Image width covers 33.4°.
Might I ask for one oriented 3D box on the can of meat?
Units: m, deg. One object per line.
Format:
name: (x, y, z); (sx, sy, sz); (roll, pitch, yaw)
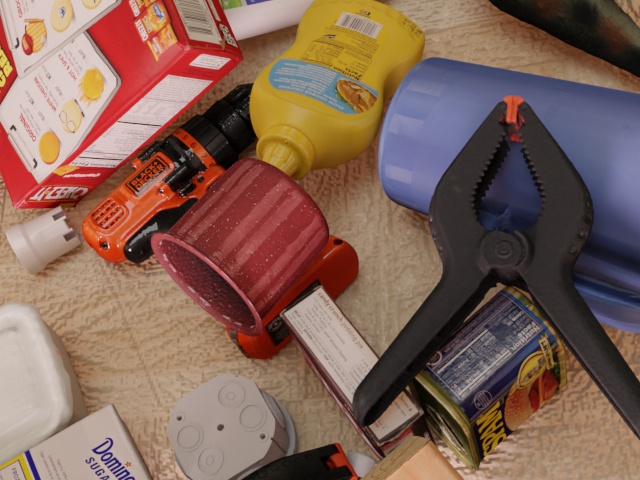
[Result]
can of meat: (0.105, 0.086, 0.664); (0.084, 0.102, 0.057); (-40, 60, -10)

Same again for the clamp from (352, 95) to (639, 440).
clamp: (0.117, 0.017, 0.610); (0.165, 0.036, 0.210); (8, 71, 18)

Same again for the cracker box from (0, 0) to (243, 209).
cracker box: (-0.173, -0.146, 0.808); (0.214, 0.071, 0.164); (-35, 70, 31)

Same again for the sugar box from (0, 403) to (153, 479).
sugar box: (-0.190, 0.189, 0.683); (0.176, 0.048, 0.093); (-27, 50, -12)

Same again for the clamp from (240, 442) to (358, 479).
clamp: (-0.059, 0.172, 0.653); (0.171, 0.120, 0.039); (-32, 70, -5)

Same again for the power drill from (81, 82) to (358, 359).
power drill: (-0.061, -0.017, 0.789); (0.184, 0.057, 0.188); (-44, 59, -10)

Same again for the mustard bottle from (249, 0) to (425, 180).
mustard bottle: (0.003, -0.105, 0.780); (0.096, 0.058, 0.191); (22, 49, 10)

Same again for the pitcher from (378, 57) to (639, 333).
pitcher: (0.159, -0.037, 0.697); (0.243, 0.149, 0.145); (19, 97, 27)

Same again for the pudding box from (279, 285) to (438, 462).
pudding box: (0.025, 0.094, 0.687); (0.039, 0.090, 0.114); (-38, 60, -7)

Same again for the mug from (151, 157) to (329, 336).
mug: (-0.055, 0.001, 0.699); (0.081, 0.093, 0.117); (-49, 25, -21)
